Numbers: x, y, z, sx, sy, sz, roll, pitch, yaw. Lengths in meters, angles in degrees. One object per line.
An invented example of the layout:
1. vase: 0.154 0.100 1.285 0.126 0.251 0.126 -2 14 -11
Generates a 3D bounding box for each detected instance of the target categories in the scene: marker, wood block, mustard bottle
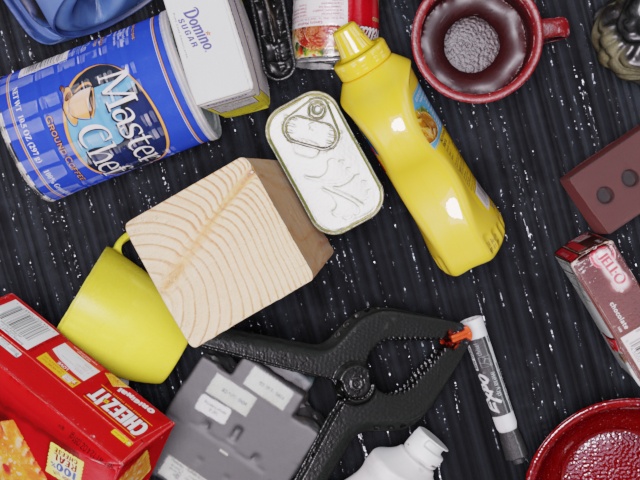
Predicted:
1. marker: 0.137 0.119 0.841 0.020 0.020 0.121 -19 92 5
2. wood block: -0.055 0.000 0.754 0.091 0.206 0.090 -29 91 6
3. mustard bottle: 0.065 -0.072 0.772 0.058 0.096 0.191 -27 108 18

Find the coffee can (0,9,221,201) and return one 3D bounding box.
1. coffee can: -0.158 -0.101 0.807 0.140 0.103 0.103 -20 92 5

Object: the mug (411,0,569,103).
1. mug: 0.125 -0.149 0.793 0.117 0.081 0.093 -11 93 5

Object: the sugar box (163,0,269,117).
1. sugar box: -0.072 -0.139 0.761 0.048 0.176 0.093 -16 93 5

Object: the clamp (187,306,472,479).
1. clamp: 0.021 0.118 0.797 0.209 0.036 0.164 -15 88 -16

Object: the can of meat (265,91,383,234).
1. can of meat: 0.006 -0.058 0.807 0.057 0.084 0.102 -29 91 5

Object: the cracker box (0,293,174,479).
1. cracker box: -0.219 0.173 0.790 0.164 0.072 0.214 35 121 15

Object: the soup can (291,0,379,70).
1. soup can: 0.011 -0.183 0.807 0.068 0.068 0.102 0 93 4

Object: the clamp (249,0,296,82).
1. clamp: -0.046 -0.213 0.772 0.039 0.120 0.171 -9 59 -4
